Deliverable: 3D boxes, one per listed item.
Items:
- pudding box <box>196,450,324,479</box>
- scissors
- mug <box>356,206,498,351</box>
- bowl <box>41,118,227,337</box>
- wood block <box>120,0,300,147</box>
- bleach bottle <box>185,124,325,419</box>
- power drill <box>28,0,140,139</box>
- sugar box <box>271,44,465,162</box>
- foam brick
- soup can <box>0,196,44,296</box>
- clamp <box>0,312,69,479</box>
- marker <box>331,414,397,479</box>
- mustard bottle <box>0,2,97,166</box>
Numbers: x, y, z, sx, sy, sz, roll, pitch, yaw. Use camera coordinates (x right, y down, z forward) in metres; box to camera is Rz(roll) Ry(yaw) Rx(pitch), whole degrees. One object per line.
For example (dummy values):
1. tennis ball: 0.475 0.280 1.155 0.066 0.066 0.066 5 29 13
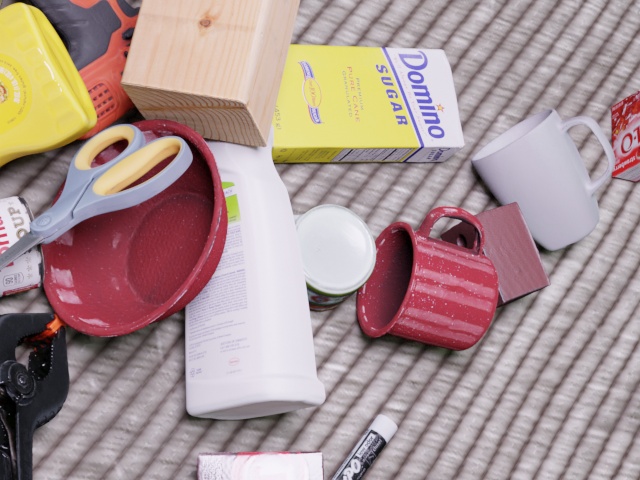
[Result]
1. pudding box: -0.042 0.206 0.755 0.090 0.039 0.113 -1 74 -4
2. scissors: -0.181 -0.022 0.714 0.201 0.096 0.016 -29 130 -10
3. mug: 0.090 0.029 0.837 0.081 0.093 0.117 16 103 -21
4. bowl: -0.122 -0.003 0.760 0.055 0.162 0.162 33 58 -52
5. wood block: -0.066 -0.184 0.768 0.091 0.090 0.206 10 76 10
6. bleach bottle: -0.055 0.001 0.790 0.068 0.103 0.251 17 64 -49
7. power drill: -0.161 -0.194 0.801 0.184 0.057 0.187 -44 115 -35
8. sugar box: 0.029 -0.113 0.888 0.176 0.048 0.093 -4 75 -21
9. foam brick: 0.145 0.015 0.890 0.051 0.053 0.078 -17 80 -25
10. soup can: -0.248 0.012 0.730 0.102 0.069 0.068 -14 79 -25
11. clamp: -0.211 0.093 0.682 0.120 0.039 0.171 56 18 -28
12. marker: 0.018 0.183 0.807 0.020 0.020 0.121 42 64 -5
13. mustard bottle: -0.256 -0.076 0.726 0.192 0.058 0.096 -27 95 7
